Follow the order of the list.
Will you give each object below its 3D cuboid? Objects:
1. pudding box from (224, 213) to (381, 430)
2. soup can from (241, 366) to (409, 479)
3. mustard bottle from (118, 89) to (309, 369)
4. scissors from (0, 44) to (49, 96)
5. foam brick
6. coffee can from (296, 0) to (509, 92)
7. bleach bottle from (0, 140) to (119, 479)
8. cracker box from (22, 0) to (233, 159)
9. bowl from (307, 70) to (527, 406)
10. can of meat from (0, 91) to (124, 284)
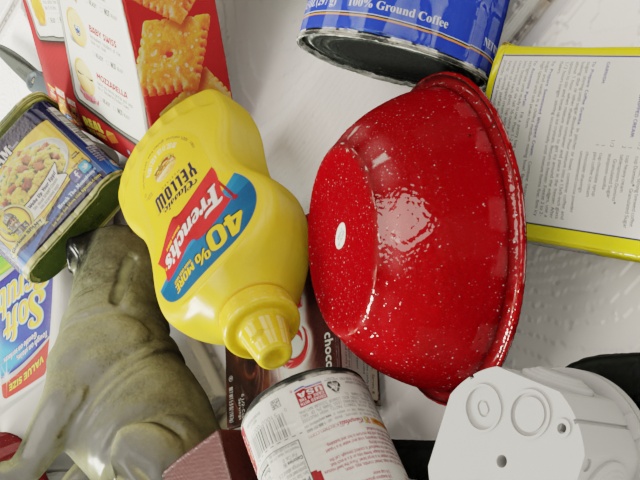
[{"bbox_3d":[-0.013,0.047,0.603,0.090,0.039,0.113,-24,62,40],"label":"pudding box"},{"bbox_3d":[0.009,0.119,0.500,0.069,0.068,0.102,-47,49,27],"label":"soup can"},{"bbox_3d":[-0.054,0.001,0.590,0.096,0.058,0.192,-45,42,14],"label":"mustard bottle"},{"bbox_3d":[-0.238,-0.113,0.894,0.202,0.016,0.096,16,91,47],"label":"scissors"},{"bbox_3d":[-0.040,0.142,0.544,0.051,0.052,0.078,-40,53,31],"label":"foam brick"},{"bbox_3d":[0.054,-0.157,0.546,0.103,0.102,0.140,14,89,47],"label":"coffee can"},{"bbox_3d":[-0.189,0.059,0.765,0.103,0.068,0.251,-16,72,31],"label":"bleach bottle"},{"bbox_3d":[-0.135,-0.166,0.690,0.164,0.072,0.214,30,137,46],"label":"cracker box"},{"bbox_3d":[0.034,0.000,0.510,0.162,0.055,0.162,179,90,-70],"label":"bowl"},{"bbox_3d":[-0.187,-0.033,0.716,0.084,0.057,0.102,42,90,11],"label":"can of meat"}]
